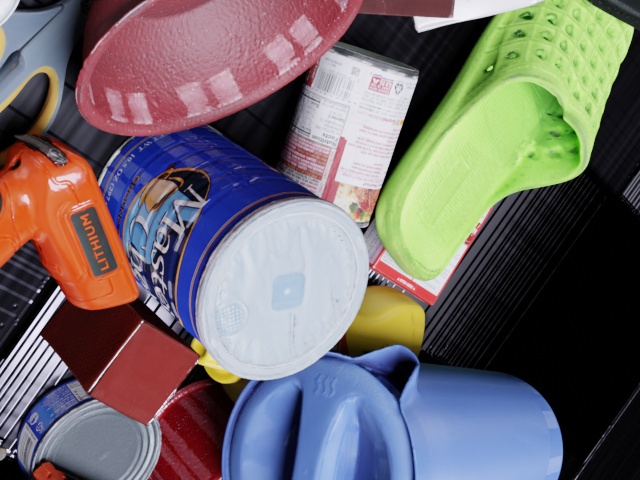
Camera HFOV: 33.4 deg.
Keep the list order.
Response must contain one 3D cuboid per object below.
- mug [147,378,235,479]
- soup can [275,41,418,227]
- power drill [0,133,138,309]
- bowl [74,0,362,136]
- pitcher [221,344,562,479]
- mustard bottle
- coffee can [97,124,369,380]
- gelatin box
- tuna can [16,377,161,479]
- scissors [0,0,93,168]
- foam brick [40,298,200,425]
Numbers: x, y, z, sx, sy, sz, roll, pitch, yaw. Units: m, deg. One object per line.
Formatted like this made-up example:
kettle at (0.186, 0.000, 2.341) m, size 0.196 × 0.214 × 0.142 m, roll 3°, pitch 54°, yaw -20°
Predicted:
mug at (-0.072, 0.159, 0.708) m, size 0.117 × 0.082 × 0.093 m, roll -42°, pitch 130°, yaw -11°
soup can at (0.014, -0.067, 0.665) m, size 0.068 × 0.069 × 0.102 m, roll 8°, pitch 107°, yaw -38°
power drill at (-0.187, 0.044, 0.547) m, size 0.187 × 0.057 × 0.184 m, roll -35°, pitch 131°, yaw -29°
bowl at (-0.060, -0.120, 0.551) m, size 0.162 × 0.055 × 0.162 m, roll -25°, pitch 165°, yaw -7°
pitcher at (0.055, 0.146, 0.685) m, size 0.242 × 0.149 × 0.145 m, roll 10°, pitch 70°, yaw -54°
mustard bottle at (-0.012, 0.073, 0.700) m, size 0.191 × 0.058 × 0.096 m, roll 9°, pitch 112°, yaw -50°
coffee can at (-0.054, 0.001, 0.601) m, size 0.102 × 0.140 × 0.103 m, roll -16°, pitch 121°, yaw -29°
gelatin box at (0.074, -0.008, 0.763) m, size 0.073 × 0.030 × 0.089 m, roll 32°, pitch 90°, yaw -41°
tuna can at (-0.146, 0.128, 0.671) m, size 0.086 × 0.034 × 0.086 m, roll -16°, pitch 121°, yaw -29°
scissors at (-0.141, -0.129, 0.556) m, size 0.096 × 0.016 × 0.202 m, roll 33°, pitch 91°, yaw -41°
foam brick at (-0.118, 0.062, 0.628) m, size 0.053 × 0.078 × 0.051 m, roll -52°, pitch 130°, yaw -3°
